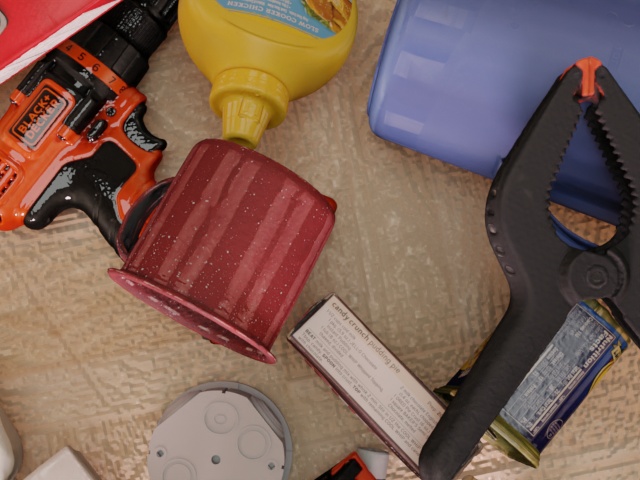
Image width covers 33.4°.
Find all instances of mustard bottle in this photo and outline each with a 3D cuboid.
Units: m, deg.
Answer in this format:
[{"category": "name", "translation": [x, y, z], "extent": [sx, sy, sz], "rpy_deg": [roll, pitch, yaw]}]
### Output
[{"category": "mustard bottle", "translation": [-0.026, -0.134, 0.581], "extent": [0.096, 0.058, 0.191], "rpy_deg": [16, 63, -12]}]

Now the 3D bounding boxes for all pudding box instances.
[{"category": "pudding box", "translation": [0.030, 0.080, 0.577], "extent": [0.113, 0.090, 0.039], "rpy_deg": [44, 85, 3]}]

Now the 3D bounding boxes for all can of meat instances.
[{"category": "can of meat", "translation": [0.112, 0.069, 0.573], "extent": [0.057, 0.102, 0.084], "rpy_deg": [41, 84, 4]}]

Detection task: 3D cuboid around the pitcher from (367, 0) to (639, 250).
[{"category": "pitcher", "translation": [0.150, -0.064, 0.570], "extent": [0.243, 0.149, 0.145], "rpy_deg": [18, 113, 5]}]

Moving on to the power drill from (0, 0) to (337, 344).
[{"category": "power drill", "translation": [-0.085, -0.046, 0.607], "extent": [0.187, 0.057, 0.184], "rpy_deg": [37, 86, 5]}]

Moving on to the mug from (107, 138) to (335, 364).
[{"category": "mug", "translation": [-0.053, 0.001, 0.534], "extent": [0.117, 0.093, 0.081], "rpy_deg": [18, 74, 38]}]

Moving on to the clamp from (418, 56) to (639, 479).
[{"category": "clamp", "translation": [0.136, 0.022, 0.503], "extent": [0.164, 0.036, 0.210], "rpy_deg": [5, 90, -1]}]
